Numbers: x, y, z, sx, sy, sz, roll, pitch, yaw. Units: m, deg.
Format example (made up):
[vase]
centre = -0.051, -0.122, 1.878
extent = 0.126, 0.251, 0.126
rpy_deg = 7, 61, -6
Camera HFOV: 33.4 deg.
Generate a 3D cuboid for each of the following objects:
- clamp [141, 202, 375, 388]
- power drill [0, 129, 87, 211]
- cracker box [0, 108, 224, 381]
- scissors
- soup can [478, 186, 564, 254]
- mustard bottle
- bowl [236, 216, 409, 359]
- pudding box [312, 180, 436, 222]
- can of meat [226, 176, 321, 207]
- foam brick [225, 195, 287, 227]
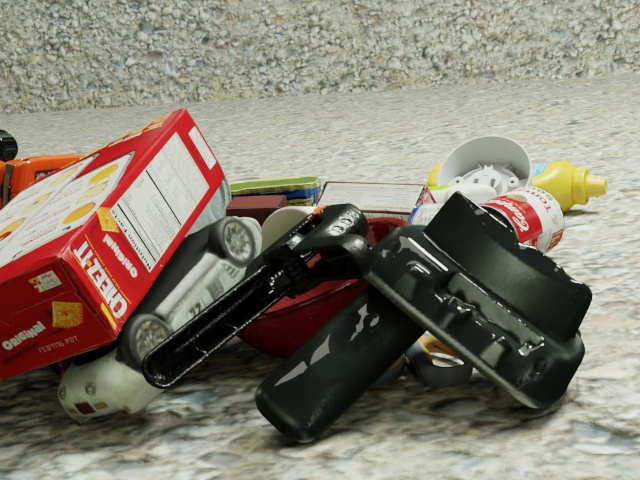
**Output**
[clamp]
centre = -0.010, 0.014, 0.690
extent = 0.165, 0.036, 0.209
rpy_deg = -28, 9, 28
[power drill]
centre = -0.298, -0.066, 0.977
extent = 0.188, 0.057, 0.184
rpy_deg = 12, 16, 26
[cracker box]
centre = -0.175, 0.008, 0.734
extent = 0.164, 0.072, 0.213
rpy_deg = -21, 23, 26
[scissors]
centre = 0.045, 0.071, 0.781
extent = 0.096, 0.016, 0.202
rpy_deg = -8, 13, -16
[soup can]
centre = 0.171, -0.008, 0.969
extent = 0.069, 0.068, 0.102
rpy_deg = 5, 15, 36
[mustard bottle]
centre = 0.223, -0.061, 1.199
extent = 0.192, 0.058, 0.096
rpy_deg = 1, 15, 25
[bowl]
centre = 0.000, 0.042, 0.784
extent = 0.162, 0.055, 0.162
rpy_deg = -21, 15, 6
[pudding box]
centre = 0.061, -0.012, 0.975
extent = 0.114, 0.090, 0.039
rpy_deg = 3, 52, 36
[can of meat]
centre = -0.045, -0.016, 1.046
extent = 0.102, 0.084, 0.057
rpy_deg = -5, 13, 1
[foam brick]
centre = -0.056, 0.001, 0.989
extent = 0.053, 0.078, 0.051
rpy_deg = -1, 13, 5
